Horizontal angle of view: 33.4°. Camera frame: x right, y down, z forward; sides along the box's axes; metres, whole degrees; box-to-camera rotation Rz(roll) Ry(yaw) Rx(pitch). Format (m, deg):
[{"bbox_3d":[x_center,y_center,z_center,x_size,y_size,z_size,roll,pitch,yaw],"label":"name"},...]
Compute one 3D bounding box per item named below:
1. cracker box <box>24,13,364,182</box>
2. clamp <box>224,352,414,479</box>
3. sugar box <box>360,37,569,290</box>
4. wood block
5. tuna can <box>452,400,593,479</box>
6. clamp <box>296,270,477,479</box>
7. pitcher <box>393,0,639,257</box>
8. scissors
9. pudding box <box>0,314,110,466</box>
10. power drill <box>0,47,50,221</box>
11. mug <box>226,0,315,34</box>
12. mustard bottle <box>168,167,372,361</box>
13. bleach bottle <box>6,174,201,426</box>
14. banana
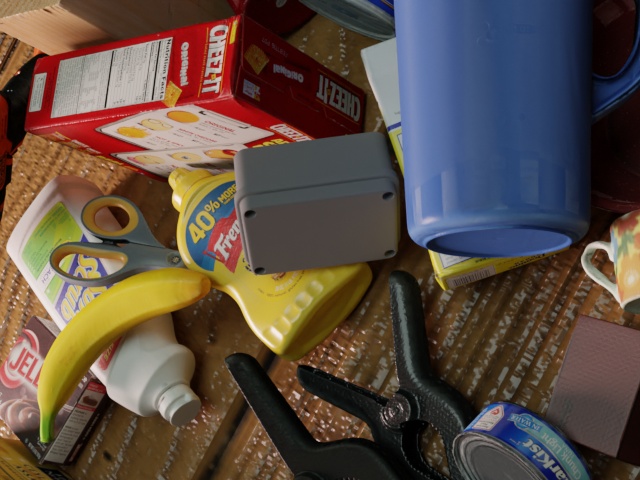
[{"bbox_3d":[-0.098,-0.105,0.843,0.214,0.164,0.072,-4,76,34],"label":"cracker box"},{"bbox_3d":[-0.005,0.166,0.739,0.210,0.036,0.164,2,81,33],"label":"clamp"},{"bbox_3d":[0.098,-0.064,0.735,0.093,0.048,0.176,-19,72,7],"label":"sugar box"},{"bbox_3d":[-0.162,-0.186,0.886,0.091,0.205,0.090,-2,74,35],"label":"wood block"},{"bbox_3d":[0.125,0.141,0.658,0.086,0.086,0.033,28,57,37],"label":"tuna can"},{"bbox_3d":[0.064,0.107,0.739,0.172,0.039,0.120,46,116,30],"label":"clamp"},{"bbox_3d":[0.117,-0.116,0.657,0.149,0.144,0.243,-13,73,47],"label":"pitcher"},{"bbox_3d":[-0.124,0.002,0.885,0.202,0.016,0.096,-2,58,7],"label":"scissors"},{"bbox_3d":[-0.240,0.132,0.947,0.114,0.039,0.090,34,96,37],"label":"pudding box"},{"bbox_3d":[-0.261,-0.086,0.919,0.187,0.057,0.185,-65,-2,-47],"label":"power drill"},{"bbox_3d":[-0.036,-0.231,0.895,0.117,0.093,0.081,-23,63,-11],"label":"mug"},{"bbox_3d":[-0.056,0.001,0.832,0.096,0.058,0.192,-48,60,-2],"label":"mustard bottle"},{"bbox_3d":[-0.174,0.055,0.912,0.103,0.068,0.251,-51,56,11],"label":"bleach bottle"},{"bbox_3d":[-0.165,0.075,0.843,0.198,0.037,0.070,-44,68,18],"label":"banana"}]
